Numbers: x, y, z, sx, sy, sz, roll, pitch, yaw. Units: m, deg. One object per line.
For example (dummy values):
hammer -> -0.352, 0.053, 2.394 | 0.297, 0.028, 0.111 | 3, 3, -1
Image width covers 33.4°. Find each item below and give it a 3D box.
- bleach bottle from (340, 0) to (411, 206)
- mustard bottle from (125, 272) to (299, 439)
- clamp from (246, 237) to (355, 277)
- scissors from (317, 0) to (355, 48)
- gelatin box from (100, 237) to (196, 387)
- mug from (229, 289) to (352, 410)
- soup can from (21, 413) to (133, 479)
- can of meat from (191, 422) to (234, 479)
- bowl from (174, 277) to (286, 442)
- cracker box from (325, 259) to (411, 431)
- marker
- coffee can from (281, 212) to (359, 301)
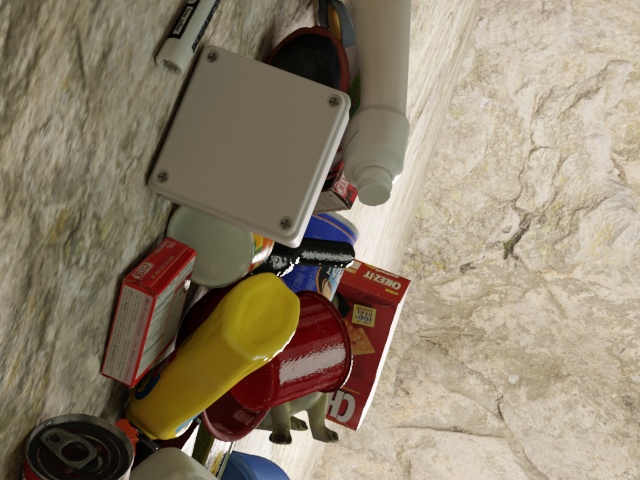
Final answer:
bleach bottle -> 0.046, -0.128, 0.972 | 0.103, 0.068, 0.250 | 112, -15, -48
mustard bottle -> -0.098, 0.105, 0.838 | 0.192, 0.058, 0.096 | -43, -173, 35
clamp -> -0.056, 0.001, 0.965 | 0.171, 0.120, 0.039 | -3, 108, -58
scissors -> 0.011, -0.193, 0.984 | 0.202, 0.016, 0.096 | 85, -12, -71
gelatin box -> -0.126, 0.052, 0.783 | 0.073, 0.030, 0.089 | -54, 164, -59
mug -> -0.038, 0.085, 0.909 | 0.081, 0.117, 0.093 | -14, 164, -40
soup can -> -0.164, 0.174, 0.699 | 0.068, 0.068, 0.102 | -56, 165, -59
can of meat -> -0.129, 0.216, 1.082 | 0.084, 0.057, 0.102 | 68, 42, -75
bowl -> -0.087, 0.100, 0.981 | 0.161, 0.055, 0.162 | -35, 130, -55
cracker box -> 0.006, 0.121, 1.364 | 0.072, 0.164, 0.214 | -53, 162, -58
marker -> -0.070, -0.157, 0.672 | 0.020, 0.020, 0.121 | 91, 21, -67
coffee can -> -0.032, 0.037, 1.117 | 0.103, 0.103, 0.140 | 83, 29, -73
